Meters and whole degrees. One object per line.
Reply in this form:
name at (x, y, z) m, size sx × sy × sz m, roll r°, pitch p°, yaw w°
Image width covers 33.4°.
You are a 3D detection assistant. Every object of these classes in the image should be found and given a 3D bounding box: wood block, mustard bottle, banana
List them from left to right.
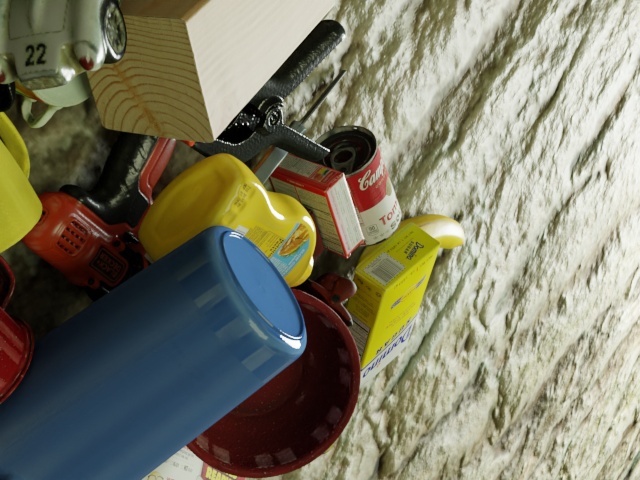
wood block at (-0.074, -0.165, 0.757) m, size 0.205 × 0.090 × 0.091 m, roll -56°, pitch 147°, yaw -44°
mustard bottle at (-0.056, 0.001, 0.853) m, size 0.096 × 0.058 × 0.191 m, roll -45°, pitch 150°, yaw 8°
banana at (0.099, 0.004, 1.160) m, size 0.197 × 0.037 × 0.070 m, roll -24°, pitch 148°, yaw -40°

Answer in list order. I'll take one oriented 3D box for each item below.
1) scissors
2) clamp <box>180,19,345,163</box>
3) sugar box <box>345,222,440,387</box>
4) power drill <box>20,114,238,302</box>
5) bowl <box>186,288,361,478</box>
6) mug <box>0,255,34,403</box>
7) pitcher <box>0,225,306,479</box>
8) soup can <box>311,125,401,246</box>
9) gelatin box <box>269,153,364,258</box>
scissors at (-0.037, -0.081, 0.949) m, size 0.096 × 0.016 × 0.201 m, roll -45°, pitch -172°, yaw 38°
clamp at (-0.042, -0.111, 0.821) m, size 0.171 × 0.039 × 0.120 m, roll -15°, pitch 120°, yaw -50°
sugar box at (0.064, 0.072, 1.098) m, size 0.093 × 0.048 × 0.176 m, roll -37°, pitch 151°, yaw -34°
power drill at (-0.128, -0.033, 0.837) m, size 0.187 × 0.057 × 0.184 m, roll -59°, pitch 146°, yaw -12°
bowl at (-0.051, 0.111, 0.884) m, size 0.162 × 0.055 × 0.162 m, roll -3°, pitch 101°, yaw -16°
mug at (-0.247, 0.055, 0.715) m, size 0.117 × 0.093 × 0.081 m, roll -61°, pitch 140°, yaw -29°
pitcher at (-0.132, 0.094, 0.760) m, size 0.243 × 0.149 × 0.144 m, roll -36°, pitch 147°, yaw 14°
soup can at (0.034, -0.050, 1.019) m, size 0.068 × 0.069 × 0.102 m, roll -49°, pitch 140°, yaw -23°
gelatin box at (-0.003, -0.033, 0.977) m, size 0.030 × 0.073 × 0.089 m, roll -46°, pitch 139°, yaw -25°
